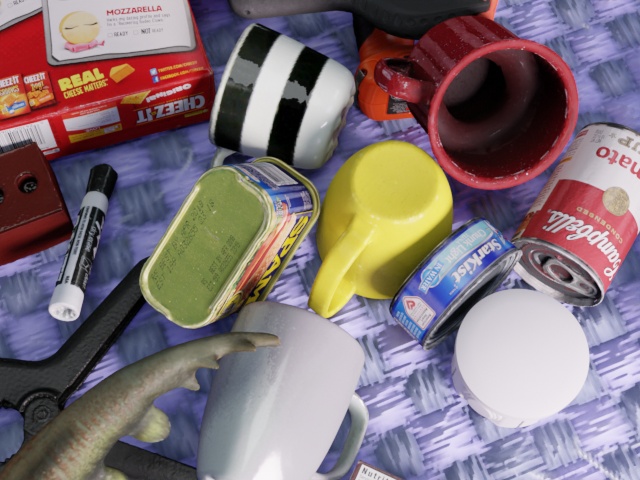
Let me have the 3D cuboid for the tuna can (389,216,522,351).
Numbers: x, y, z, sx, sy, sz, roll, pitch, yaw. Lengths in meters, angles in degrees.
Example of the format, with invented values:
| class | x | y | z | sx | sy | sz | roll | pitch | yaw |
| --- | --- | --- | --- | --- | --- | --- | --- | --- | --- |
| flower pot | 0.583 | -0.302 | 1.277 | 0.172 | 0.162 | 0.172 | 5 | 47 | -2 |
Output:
| class | x | y | z | sx | sy | sz | roll | pitch | yaw |
| --- | --- | --- | --- | --- | --- | --- | --- | --- | --- |
| tuna can | 0.083 | 0.026 | 0.659 | 0.086 | 0.086 | 0.034 | -41 | 74 | -15 |

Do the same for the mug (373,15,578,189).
| class | x | y | z | sx | sy | sz | roll | pitch | yaw |
| --- | --- | --- | --- | --- | --- | --- | --- | --- | --- |
| mug | 0.088 | -0.091 | 0.654 | 0.117 | 0.093 | 0.081 | 7 | 25 | -16 |

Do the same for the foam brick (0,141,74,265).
| class | x | y | z | sx | sy | sz | roll | pitch | yaw |
| --- | --- | --- | --- | --- | --- | --- | --- | --- | --- |
| foam brick | -0.205 | -0.019 | 0.688 | 0.078 | 0.051 | 0.053 | -23 | 71 | -10 |

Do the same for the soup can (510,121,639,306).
| class | x | y | z | sx | sy | sz | roll | pitch | yaw |
| --- | --- | --- | --- | --- | --- | --- | --- | --- | --- |
| soup can | 0.173 | -0.017 | 0.688 | 0.068 | 0.068 | 0.102 | 31 | 70 | 10 |

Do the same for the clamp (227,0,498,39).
| class | x | y | z | sx | sy | sz | roll | pitch | yaw |
| --- | --- | --- | --- | --- | --- | --- | --- | --- | --- |
| clamp | 0.027 | -0.167 | 0.698 | 0.171 | 0.039 | 0.120 | 24 | 66 | 16 |

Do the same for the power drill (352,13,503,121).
| class | x | y | z | sx | sy | sz | roll | pitch | yaw |
| --- | --- | --- | --- | --- | --- | --- | --- | --- | --- |
| power drill | 0.082 | -0.182 | 0.757 | 0.184 | 0.057 | 0.187 | -8 | 66 | -1 |

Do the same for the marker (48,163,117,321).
| class | x | y | z | sx | sy | sz | roll | pitch | yaw |
| --- | --- | --- | --- | --- | --- | --- | --- | --- | --- |
| marker | -0.150 | -0.003 | 0.683 | 0.020 | 0.020 | 0.121 | 6 | 51 | 1 |

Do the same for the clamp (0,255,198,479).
| class | x | y | z | sx | sy | sz | roll | pitch | yaw |
| --- | --- | --- | --- | --- | --- | --- | --- | --- | --- |
| clamp | -0.164 | 0.098 | 0.651 | 0.210 | 0.036 | 0.164 | -10 | 69 | -9 |

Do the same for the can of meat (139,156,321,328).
| class | x | y | z | sx | sy | sz | roll | pitch | yaw |
| --- | --- | --- | --- | --- | --- | --- | --- | --- | --- |
| can of meat | -0.054 | 0.001 | 0.644 | 0.057 | 0.083 | 0.102 | 36 | 104 | 11 |

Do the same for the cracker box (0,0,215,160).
| class | x | y | z | sx | sy | sz | roll | pitch | yaw |
| --- | --- | --- | --- | --- | --- | --- | --- | --- | --- |
| cracker box | -0.178 | -0.166 | 0.736 | 0.164 | 0.072 | 0.214 | -16 | 69 | -9 |
